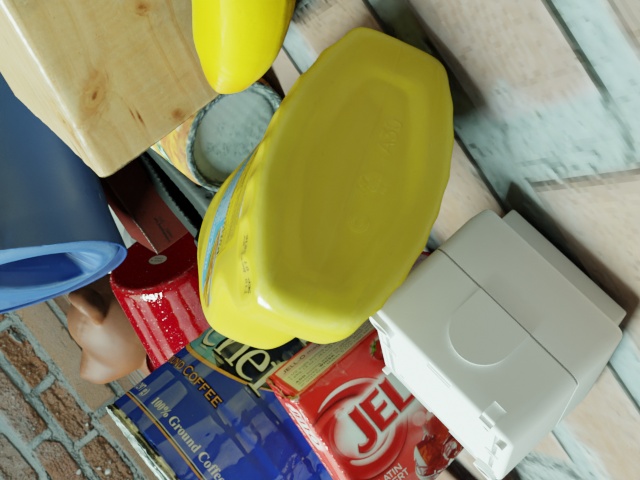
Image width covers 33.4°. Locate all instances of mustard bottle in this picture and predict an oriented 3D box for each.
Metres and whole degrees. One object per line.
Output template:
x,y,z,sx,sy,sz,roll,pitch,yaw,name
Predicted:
-0.011,-0.007,0.406,0.058,0.096,0.192,20,168,-10,mustard bottle

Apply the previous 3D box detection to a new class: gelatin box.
0.033,0.060,0.436,0.073,0.089,0.030,58,163,-23,gelatin box

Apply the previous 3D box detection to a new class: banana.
-0.041,-0.117,0.339,0.070,0.037,0.197,25,154,36,banana

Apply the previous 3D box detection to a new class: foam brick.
-0.114,-0.040,0.690,0.051,0.053,0.078,26,150,57,foam brick

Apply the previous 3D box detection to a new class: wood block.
-0.105,-0.137,0.386,0.091,0.090,0.206,38,160,40,wood block

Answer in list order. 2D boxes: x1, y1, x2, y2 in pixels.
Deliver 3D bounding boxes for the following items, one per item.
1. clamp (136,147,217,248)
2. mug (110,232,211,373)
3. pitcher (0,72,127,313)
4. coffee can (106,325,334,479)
-0.054,0.001,0.644,0.210,0.036,0.165,53,164,-20,clamp
-0.098,0.035,0.775,0.117,0.093,0.081,-86,-22,-55,mug
-0.209,-0.078,0.640,0.149,0.144,0.243,-33,72,50,pitcher
-0.013,0.073,0.500,0.103,0.140,0.103,46,163,18,coffee can
